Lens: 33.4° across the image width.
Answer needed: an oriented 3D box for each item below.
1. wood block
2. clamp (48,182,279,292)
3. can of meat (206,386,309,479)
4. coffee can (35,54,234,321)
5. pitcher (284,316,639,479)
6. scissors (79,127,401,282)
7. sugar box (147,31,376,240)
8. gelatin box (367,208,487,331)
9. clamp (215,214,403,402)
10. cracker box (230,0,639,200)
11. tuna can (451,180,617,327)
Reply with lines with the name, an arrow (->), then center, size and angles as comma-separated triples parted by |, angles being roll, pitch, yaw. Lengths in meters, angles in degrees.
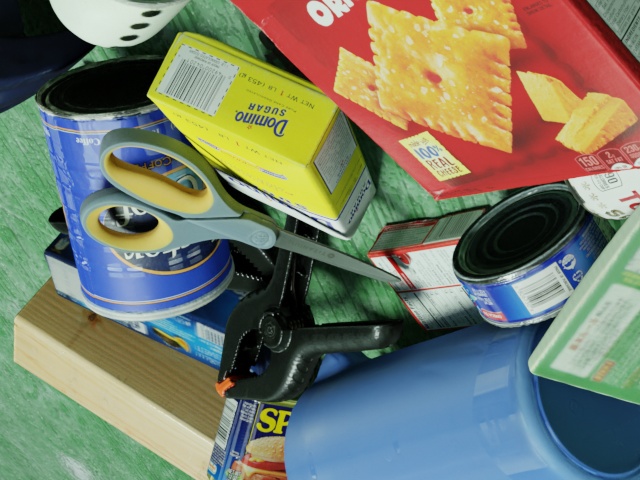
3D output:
wood block -> -0.155, 0.110, 0.931 | 0.206, 0.090, 0.090 | 32, 146, 6
clamp -> -0.105, -0.027, 0.769 | 0.210, 0.036, 0.165 | 25, 138, 10
can of meat -> -0.034, 0.160, 0.852 | 0.102, 0.084, 0.058 | 14, -176, -28
coffee can -> -0.114, -0.034, 0.678 | 0.103, 0.102, 0.140 | 12, 124, 30
pitcher -> 0.093, 0.127, 0.660 | 0.149, 0.145, 0.243 | 33, 148, -16
scissors -> -0.054, 0.001, 0.631 | 0.201, 0.016, 0.096 | 33, 127, -31
sugar box -> -0.025, -0.051, 0.598 | 0.093, 0.048, 0.176 | 26, 171, 14
gelatin box -> 0.084, 0.020, 0.669 | 0.089, 0.030, 0.073 | -10, 127, 48
clamp -> -0.014, 0.062, 0.714 | 0.120, 0.039, 0.172 | 57, 132, 33
cracker box -> 0.040, -0.110, 0.426 | 0.213, 0.072, 0.164 | 40, 157, -23
tuna can -> 0.114, 0.005, 0.575 | 0.086, 0.086, 0.033 | -11, 123, 47
